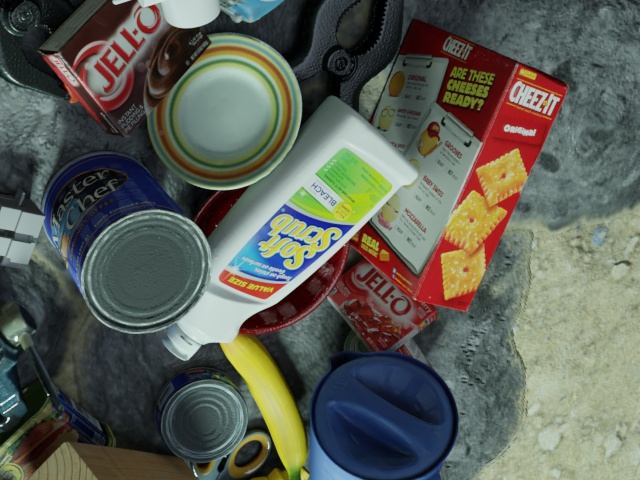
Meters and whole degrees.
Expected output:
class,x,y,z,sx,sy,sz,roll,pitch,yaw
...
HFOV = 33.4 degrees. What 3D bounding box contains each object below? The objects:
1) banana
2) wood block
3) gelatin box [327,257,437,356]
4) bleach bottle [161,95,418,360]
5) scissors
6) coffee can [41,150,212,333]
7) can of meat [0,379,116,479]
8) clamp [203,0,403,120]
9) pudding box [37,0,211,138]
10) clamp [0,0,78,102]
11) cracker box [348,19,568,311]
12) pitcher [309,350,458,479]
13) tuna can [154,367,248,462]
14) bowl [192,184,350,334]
class,x,y,z,sx,sy,sz,roll,pitch,yaw
banana,-0.050,0.148,1.026,0.037,0.069,0.198,-23,113,3
wood block,-0.172,0.244,0.935,0.090,0.091,0.206,-47,156,2
gelatin box,0.058,0.060,1.028,0.073,0.089,0.030,-37,158,-6
bleach bottle,-0.036,0.003,0.901,0.251,0.068,0.102,-49,124,4
scissors,-0.111,0.261,1.077,0.096,0.016,0.202,8,109,-30
coffee can,-0.158,-0.002,0.855,0.102,0.140,0.103,-11,117,-23
can of meat,-0.249,0.183,0.947,0.102,0.057,0.084,-43,122,-3
clamp,0.001,-0.157,0.929,0.164,0.036,0.210,20,102,-29
pudding box,-0.150,-0.151,0.831,0.113,0.039,0.090,-54,133,-21
clamp,-0.224,-0.182,0.801,0.120,0.039,0.171,-43,132,-5
cracker box,0.107,-0.069,0.946,0.072,0.164,0.214,14,106,-33
pitcher,0.054,0.231,1.026,0.145,0.149,0.243,13,142,6
tuna can,-0.112,0.165,1.009,0.086,0.034,0.086,-3,103,-15
bowl,-0.056,0.001,0.960,0.161,0.055,0.162,-11,117,-23
